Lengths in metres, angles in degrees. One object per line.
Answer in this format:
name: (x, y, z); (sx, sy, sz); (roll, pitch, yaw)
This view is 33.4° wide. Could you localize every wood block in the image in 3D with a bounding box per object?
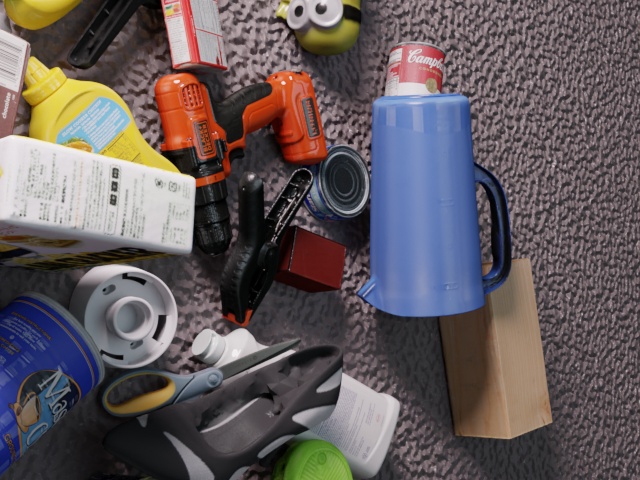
wood block: (0.212, 0.131, 1.318); (0.090, 0.090, 0.206); (-9, 91, -43)

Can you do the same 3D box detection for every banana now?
banana: (-0.229, -0.237, 0.969); (0.037, 0.070, 0.197); (39, 40, -4)

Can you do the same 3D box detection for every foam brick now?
foam brick: (-0.018, 0.021, 1.142); (0.078, 0.053, 0.051); (22, 70, -40)

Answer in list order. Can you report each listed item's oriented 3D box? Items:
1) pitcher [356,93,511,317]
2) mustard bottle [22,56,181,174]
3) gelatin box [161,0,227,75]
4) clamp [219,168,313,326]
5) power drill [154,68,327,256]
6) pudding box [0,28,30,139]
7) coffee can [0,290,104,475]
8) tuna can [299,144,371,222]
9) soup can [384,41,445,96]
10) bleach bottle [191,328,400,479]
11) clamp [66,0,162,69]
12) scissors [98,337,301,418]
pitcher: (0.126, -0.041, 1.198); (0.149, 0.145, 0.243); (-19, 109, -61)
mustard bottle: (-0.208, -0.086, 0.974); (0.096, 0.058, 0.191); (-48, 117, -24)
gelatin box: (-0.125, -0.206, 1.063); (0.089, 0.030, 0.073); (-17, 98, -74)
clamp: (-0.057, 0.001, 1.077); (0.120, 0.039, 0.172); (-17, 130, -52)
power drill: (-0.077, -0.093, 1.099); (0.187, 0.057, 0.184); (-23, 107, -44)
pudding box: (-0.286, -0.110, 0.883); (0.039, 0.090, 0.113); (23, 69, -41)
coffee can: (-0.261, 0.123, 0.867); (0.140, 0.103, 0.103); (-45, 115, -37)
tuna can: (0.017, -0.065, 1.199); (0.085, 0.034, 0.086); (7, 80, -42)
soup can: (0.112, -0.178, 1.279); (0.068, 0.069, 0.102); (18, 73, -40)
bleach bottle: (-0.028, 0.156, 1.110); (0.250, 0.068, 0.102); (37, 61, -31)
clamp: (-0.168, -0.268, 1.006); (0.209, 0.036, 0.165); (-45, 151, -49)
scissors: (-0.110, 0.152, 1.020); (0.201, 0.016, 0.096); (-5, 100, -22)
